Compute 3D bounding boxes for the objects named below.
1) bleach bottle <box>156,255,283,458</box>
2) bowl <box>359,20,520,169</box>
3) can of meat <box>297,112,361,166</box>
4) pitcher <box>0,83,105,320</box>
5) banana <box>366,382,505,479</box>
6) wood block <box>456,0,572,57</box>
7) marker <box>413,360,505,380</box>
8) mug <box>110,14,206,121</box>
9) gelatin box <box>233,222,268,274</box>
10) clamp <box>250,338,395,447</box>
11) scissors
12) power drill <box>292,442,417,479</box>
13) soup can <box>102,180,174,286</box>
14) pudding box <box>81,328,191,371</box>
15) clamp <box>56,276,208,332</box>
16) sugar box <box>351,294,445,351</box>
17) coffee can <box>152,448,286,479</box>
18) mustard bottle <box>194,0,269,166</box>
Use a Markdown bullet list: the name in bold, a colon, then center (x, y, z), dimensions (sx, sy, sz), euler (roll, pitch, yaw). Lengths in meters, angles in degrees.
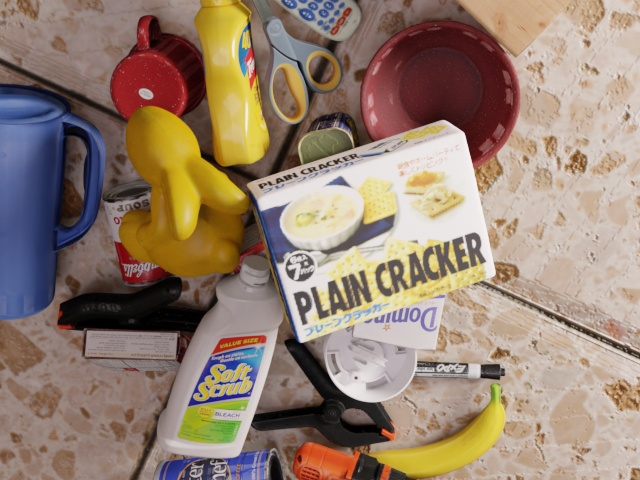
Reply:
- **bleach bottle**: center (-0.104, 0.123, 1.149), dimensions (0.102, 0.068, 0.251), euler (9, 123, -13)
- **bowl**: center (0.122, -0.149, 1.098), dimensions (0.162, 0.055, 0.162), euler (2, 111, 6)
- **can of meat**: center (0.016, -0.078, 1.122), dimensions (0.057, 0.084, 0.102), euler (-11, 109, 10)
- **pitcher**: center (-0.331, -0.039, 1.158), dimensions (0.149, 0.144, 0.243), euler (30, 123, 41)
- **banana**: center (0.143, 0.240, 1.254), dimensions (0.198, 0.037, 0.069), euler (-33, 84, 15)
- **wood block**: center (0.145, -0.285, 1.027), dimensions (0.206, 0.090, 0.090), euler (42, 109, -9)
- **marker**: center (0.151, 0.149, 1.225), dimensions (0.121, 0.020, 0.020), euler (1, 110, 6)
- **mug**: center (-0.171, -0.175, 1.110), dimensions (0.093, 0.081, 0.117), euler (-2, 110, 7)
- **gelatin box**: center (-0.058, 0.001, 1.158), dimensions (0.073, 0.089, 0.030), euler (-29, 108, 16)
- **clamp**: center (0.011, 0.185, 1.246), dimensions (0.171, 0.039, 0.120), euler (14, 111, -6)
- **scissors**: center (-0.030, -0.214, 1.077), dimensions (0.096, 0.016, 0.202), euler (-22, 123, -20)
- **power drill**: center (0.044, 0.337, 1.269), dimensions (0.184, 0.057, 0.188), euler (19, 119, 9)
- **soup can**: center (-0.198, -0.009, 1.183), dimensions (0.068, 0.068, 0.102), euler (-8, 108, 9)
- **pudding box**: center (-0.205, 0.126, 1.220), dimensions (0.113, 0.090, 0.039), euler (-1, 74, 6)
- **clamp**: center (-0.208, 0.077, 1.193), dimensions (0.210, 0.164, 0.036), euler (-2, 68, 15)
- **sugar box**: center (0.093, 0.025, 1.147), dimensions (0.093, 0.048, 0.176), euler (10, 92, 2)
- **coffee can**: center (-0.118, 0.306, 1.271), dimensions (0.140, 0.102, 0.103), euler (-8, 109, 9)
- **mustard bottle**: center (-0.093, -0.179, 1.092), dimensions (0.058, 0.096, 0.191), euler (-5, 109, 8)
